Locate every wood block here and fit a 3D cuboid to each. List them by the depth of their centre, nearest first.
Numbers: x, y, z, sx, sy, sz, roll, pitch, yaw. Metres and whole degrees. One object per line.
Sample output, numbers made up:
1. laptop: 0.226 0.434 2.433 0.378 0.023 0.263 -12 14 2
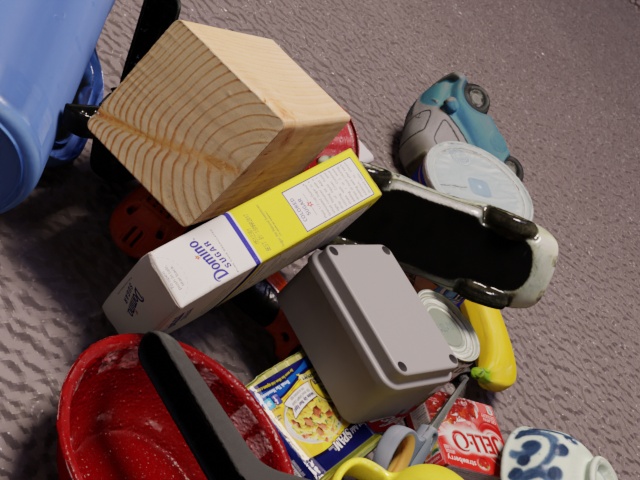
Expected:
1. wood block: -0.058 -0.080 0.720 0.091 0.090 0.206 46 14 3

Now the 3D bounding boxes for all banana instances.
1. banana: 0.152 0.078 0.993 0.198 0.037 0.069 -94 162 -56

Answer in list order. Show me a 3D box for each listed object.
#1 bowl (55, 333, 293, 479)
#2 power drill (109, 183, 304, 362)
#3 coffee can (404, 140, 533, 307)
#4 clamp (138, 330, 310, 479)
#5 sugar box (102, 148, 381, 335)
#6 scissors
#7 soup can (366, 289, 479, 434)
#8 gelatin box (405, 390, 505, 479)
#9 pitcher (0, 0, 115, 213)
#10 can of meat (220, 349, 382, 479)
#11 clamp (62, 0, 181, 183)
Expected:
1. bowl: -0.091 0.134 0.610 0.162 0.055 0.162 32 32 -23
2. power drill: -0.055 0.001 0.822 0.187 0.057 0.184 40 34 -5
3. coffee can: 0.101 0.000 0.914 0.102 0.140 0.103 18 42 -18
4. clamp: -0.042 0.150 0.549 0.210 0.036 0.164 38 31 -1
5. sugar box: -0.051 0.005 0.700 0.175 0.093 0.048 -27 82 -36
6. scissors: 0.073 0.135 0.769 0.016 0.096 0.201 15 43 21
7. soup can: 0.063 0.092 0.811 0.068 0.102 0.068 32 32 -23
8. gelatin box: 0.113 0.163 0.862 0.089 0.030 0.073 22 38 -36
9. pitcher: -0.212 -0.122 0.716 0.149 0.145 0.243 20 40 -16
10. can of meat: -0.017 0.128 0.712 0.084 0.058 0.101 50 30 10
11. clamp: -0.130 -0.098 0.743 0.039 0.120 0.171 34 -15 3
